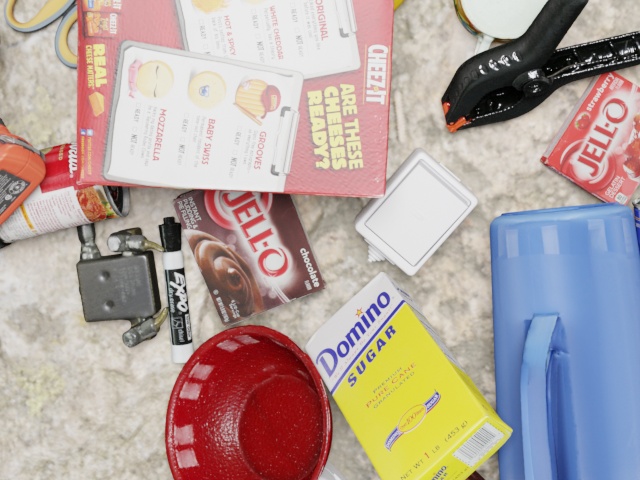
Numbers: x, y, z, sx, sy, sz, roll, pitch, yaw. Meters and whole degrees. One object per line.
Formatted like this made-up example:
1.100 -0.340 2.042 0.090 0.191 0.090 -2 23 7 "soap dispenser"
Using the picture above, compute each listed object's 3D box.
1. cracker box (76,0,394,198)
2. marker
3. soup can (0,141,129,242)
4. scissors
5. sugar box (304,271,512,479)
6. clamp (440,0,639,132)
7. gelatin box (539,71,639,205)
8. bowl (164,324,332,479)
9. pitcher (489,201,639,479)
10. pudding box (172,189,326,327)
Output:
-0.058 -0.117 0.744 0.213 0.072 0.164 2 99 1 "cracker box"
-0.119 0.040 0.880 0.020 0.020 0.121 -4 98 3 "marker"
-0.211 -0.040 0.848 0.102 0.068 0.068 -13 97 5 "soup can"
-0.157 -0.214 0.847 0.202 0.016 0.096 -31 97 7 "scissors"
0.060 0.110 0.808 0.093 0.176 0.048 -44 133 7 "sugar box"
0.155 -0.134 0.790 0.172 0.120 0.039 -25 53 27 "clamp"
0.228 -0.080 0.838 0.073 0.030 0.089 32 98 -1 "gelatin box"
-0.047 0.150 0.853 0.162 0.055 0.162 -8 76 33 "bowl"
0.188 0.096 0.804 0.144 0.149 0.243 -6 91 -14 "pitcher"
-0.056 0.001 0.860 0.090 0.039 0.113 -21 97 6 "pudding box"
